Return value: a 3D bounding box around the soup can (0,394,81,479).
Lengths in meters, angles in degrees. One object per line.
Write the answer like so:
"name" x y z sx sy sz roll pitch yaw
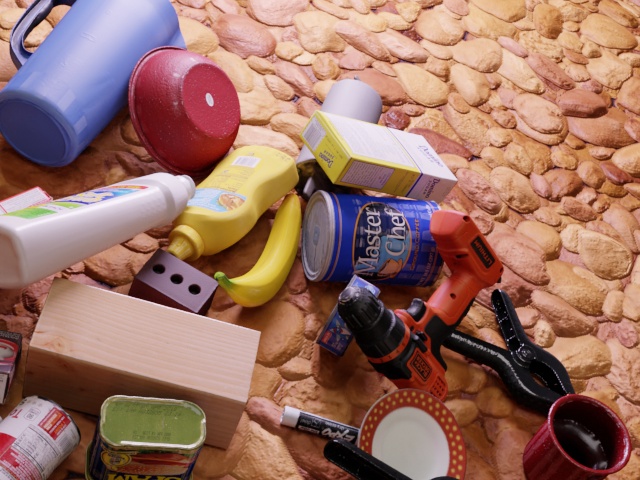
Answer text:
"soup can" -0.269 0.195 0.947 0.068 0.069 0.102 32 47 7

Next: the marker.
"marker" 0.019 0.195 1.089 0.121 0.020 0.020 18 47 -6

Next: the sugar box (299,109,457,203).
"sugar box" 0.069 -0.095 1.239 0.175 0.048 0.093 12 34 -41

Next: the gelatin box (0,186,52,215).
"gelatin box" -0.319 -0.007 1.097 0.089 0.073 0.030 -28 58 -37

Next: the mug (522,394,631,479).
"mug" 0.266 0.231 1.109 0.093 0.082 0.117 2 50 -19

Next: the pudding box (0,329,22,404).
"pudding box" -0.339 0.109 0.989 0.113 0.039 0.090 10 16 -11

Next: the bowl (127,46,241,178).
"bowl" -0.145 -0.157 1.247 0.161 0.055 0.162 16 68 -44

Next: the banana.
"banana" -0.057 0.019 1.182 0.037 0.069 0.197 3 30 21

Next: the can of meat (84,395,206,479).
"can of meat" -0.160 0.188 0.983 0.102 0.084 0.057 6 49 -16

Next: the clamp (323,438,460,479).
"clamp" 0.110 0.268 1.006 0.209 0.036 0.164 19 30 -29

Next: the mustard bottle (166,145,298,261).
"mustard bottle" -0.111 -0.036 1.201 0.096 0.058 0.191 10 40 31

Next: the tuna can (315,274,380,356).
"tuna can" 0.030 0.081 1.146 0.034 0.086 0.086 30 47 3

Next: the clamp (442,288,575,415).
"clamp" 0.227 0.129 1.213 0.171 0.039 0.120 40 54 10

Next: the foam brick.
"foam brick" -0.155 0.056 1.121 0.078 0.051 0.053 29 47 5

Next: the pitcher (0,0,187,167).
"pitcher" -0.282 -0.203 1.249 0.149 0.145 0.242 -6 39 34

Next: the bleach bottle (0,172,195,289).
"bleach bottle" -0.230 -0.022 1.085 0.103 0.068 0.250 4 19 39

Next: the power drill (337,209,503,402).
"power drill" 0.108 0.060 1.124 0.057 0.184 0.187 10 57 47

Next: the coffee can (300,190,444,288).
"coffee can" 0.059 0.000 1.215 0.140 0.103 0.103 4 50 -18

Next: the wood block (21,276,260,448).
"wood block" -0.172 0.120 1.034 0.206 0.090 0.090 16 47 -7
